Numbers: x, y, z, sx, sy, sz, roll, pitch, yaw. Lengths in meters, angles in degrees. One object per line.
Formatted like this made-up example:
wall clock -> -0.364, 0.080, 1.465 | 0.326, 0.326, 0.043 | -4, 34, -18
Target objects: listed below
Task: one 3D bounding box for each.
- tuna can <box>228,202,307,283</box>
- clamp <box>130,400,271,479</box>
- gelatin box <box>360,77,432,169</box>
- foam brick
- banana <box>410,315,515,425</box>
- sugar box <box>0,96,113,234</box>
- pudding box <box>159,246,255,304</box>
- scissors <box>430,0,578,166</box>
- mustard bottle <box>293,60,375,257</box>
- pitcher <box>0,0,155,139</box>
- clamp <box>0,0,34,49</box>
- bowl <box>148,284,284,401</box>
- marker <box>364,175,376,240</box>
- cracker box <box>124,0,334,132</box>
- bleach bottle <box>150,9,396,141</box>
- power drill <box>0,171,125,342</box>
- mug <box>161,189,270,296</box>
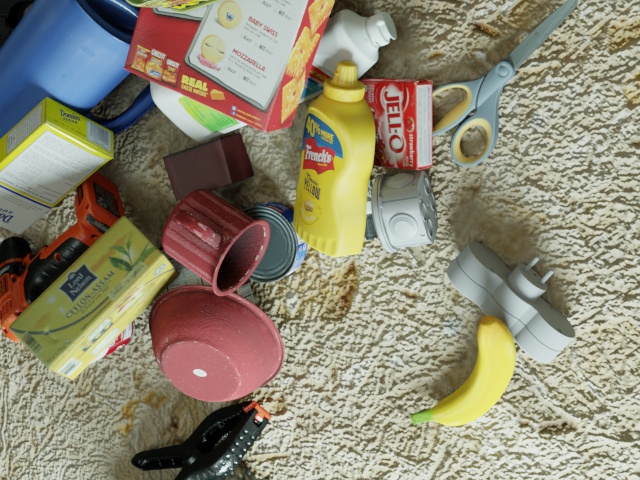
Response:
tuna can -> -0.058, 0.001, 1.170 | 0.086, 0.033, 0.086 | 5, 104, 23
clamp -> -0.143, 0.260, 1.219 | 0.210, 0.164, 0.036 | -36, 120, 18
gelatin box -> 0.076, -0.118, 1.074 | 0.073, 0.030, 0.089 | 9, 106, 42
foam brick -> -0.122, -0.081, 1.171 | 0.078, 0.052, 0.051 | -16, 95, 27
banana -> 0.157, 0.139, 1.073 | 0.198, 0.069, 0.037 | 115, 145, -46
sugar box -> -0.320, -0.080, 1.187 | 0.176, 0.093, 0.048 | -31, 49, 31
pudding box -> -0.128, 0.051, 1.211 | 0.090, 0.039, 0.113 | -12, 94, 27
scissors -> 0.182, -0.145, 1.039 | 0.202, 0.016, 0.096 | -28, 87, 28
mustard bottle -> 0.016, -0.087, 1.078 | 0.096, 0.058, 0.192 | 42, 132, 51
pitcher -> -0.285, -0.184, 1.187 | 0.243, 0.144, 0.149 | -40, 64, 29
clamp -> -0.374, -0.254, 1.253 | 0.172, 0.039, 0.120 | -35, 91, 20
bowl -> -0.124, 0.127, 1.180 | 0.162, 0.055, 0.162 | 10, 130, 11
marker -> 0.045, -0.060, 1.119 | 0.020, 0.020, 0.121 | -3, 100, 25
cracker box -> -0.075, -0.232, 1.004 | 0.164, 0.072, 0.214 | 25, 109, 16
bleach bottle -> -0.044, -0.181, 1.091 | 0.251, 0.102, 0.068 | -17, 52, 25
power drill -> -0.309, 0.006, 1.239 | 0.188, 0.057, 0.184 | -46, 36, 14
mug -> -0.116, -0.004, 1.114 | 0.082, 0.117, 0.093 | 33, 89, 20
